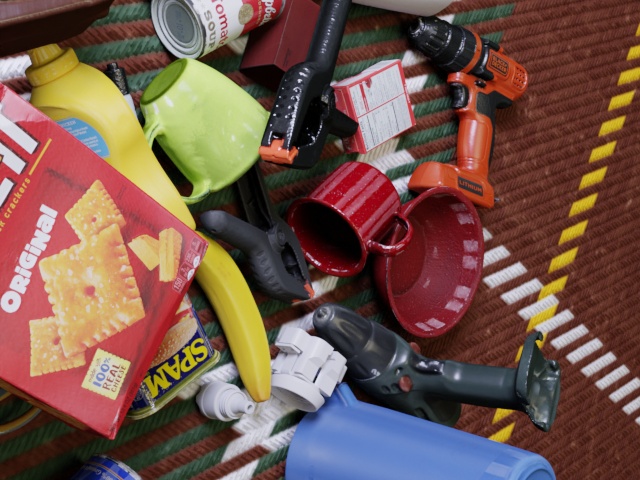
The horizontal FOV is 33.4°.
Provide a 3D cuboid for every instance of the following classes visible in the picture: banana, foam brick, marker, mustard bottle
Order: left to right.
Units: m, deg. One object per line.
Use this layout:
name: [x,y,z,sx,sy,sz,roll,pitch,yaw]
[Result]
mustard bottle: [-0.177,-0.076,0.841,0.058,0.096,0.191,-46,121,-36]
marker: [-0.161,-0.092,0.908,0.020,0.020,0.121,-26,110,-39]
banana: [-0.088,0.059,0.967,0.197,0.037,0.069,62,35,-31]
foam brick: [-0.032,-0.186,1.002,0.052,0.051,0.078,27,74,-40]

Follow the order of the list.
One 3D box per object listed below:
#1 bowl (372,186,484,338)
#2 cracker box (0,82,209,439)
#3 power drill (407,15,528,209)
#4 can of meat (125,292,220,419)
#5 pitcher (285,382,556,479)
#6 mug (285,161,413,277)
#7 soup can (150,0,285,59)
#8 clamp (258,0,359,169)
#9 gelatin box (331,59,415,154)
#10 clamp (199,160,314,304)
bowl: [0.105,0.020,1.136,0.161,0.055,0.162,-10,105,-44]
cracker box: [-0.195,0.014,0.722,0.213,0.072,0.164,41,65,-36]
power drill: [0.151,-0.138,1.174,0.184,0.057,0.187,19,81,-39]
can of meat: [-0.146,0.088,0.908,0.101,0.058,0.084,-37,114,-36]
pitcher: [0.096,0.243,1.018,0.149,0.243,0.145,53,57,-40]
mug: [0.036,-0.020,1.037,0.081,0.117,0.093,-45,146,-37]
soup can: [-0.089,-0.207,0.936,0.102,0.069,0.068,-36,116,-35]
clamp: [-0.005,-0.135,0.945,0.209,0.036,0.164,-55,148,-56]
gelatin box: [0.054,-0.138,1.101,0.089,0.030,0.073,-32,115,-37]
clamp: [-0.056,0.001,0.980,0.171,0.039,0.120,61,34,-25]
